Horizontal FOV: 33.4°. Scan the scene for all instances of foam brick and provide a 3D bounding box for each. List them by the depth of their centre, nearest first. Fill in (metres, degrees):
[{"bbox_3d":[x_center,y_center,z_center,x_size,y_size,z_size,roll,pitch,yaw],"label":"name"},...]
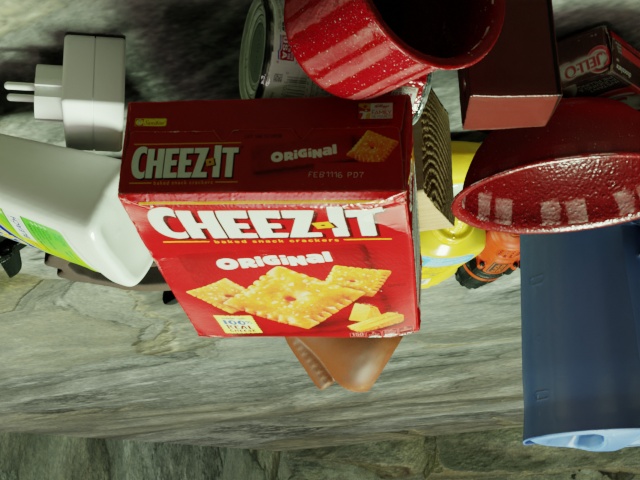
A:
[{"bbox_3d":[0.106,-0.108,0.616,0.051,0.078,0.053,-3,164,1],"label":"foam brick"}]

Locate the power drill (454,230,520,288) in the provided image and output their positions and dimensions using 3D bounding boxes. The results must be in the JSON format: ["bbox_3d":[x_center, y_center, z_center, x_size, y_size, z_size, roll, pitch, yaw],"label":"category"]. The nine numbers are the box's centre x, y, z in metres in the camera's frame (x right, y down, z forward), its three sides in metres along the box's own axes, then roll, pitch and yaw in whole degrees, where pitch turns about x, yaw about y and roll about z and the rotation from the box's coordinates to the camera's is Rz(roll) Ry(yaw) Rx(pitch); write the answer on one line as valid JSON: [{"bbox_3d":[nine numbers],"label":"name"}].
[{"bbox_3d":[0.239,0.015,1.088,0.187,0.057,0.184,0,165,-6],"label":"power drill"}]

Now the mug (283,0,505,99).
[{"bbox_3d":[0.042,-0.126,0.556,0.117,0.093,0.082,-30,-173,-33],"label":"mug"}]

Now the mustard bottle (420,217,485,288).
[{"bbox_3d":[0.105,0.001,1.024,0.096,0.058,0.192,3,165,-11],"label":"mustard bottle"}]

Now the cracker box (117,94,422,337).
[{"bbox_3d":[-0.020,-0.005,0.678,0.164,0.072,0.213,-1,154,7],"label":"cracker box"}]

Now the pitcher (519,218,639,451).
[{"bbox_3d":[0.227,0.042,0.848,0.149,0.243,0.145,-7,163,18],"label":"pitcher"}]

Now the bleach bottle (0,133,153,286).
[{"bbox_3d":[-0.239,-0.041,0.754,0.251,0.068,0.102,15,158,19],"label":"bleach bottle"}]

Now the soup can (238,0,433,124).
[{"bbox_3d":[0.008,-0.106,0.635,0.102,0.068,0.069,4,163,-17],"label":"soup can"}]

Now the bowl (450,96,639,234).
[{"bbox_3d":[0.165,-0.052,0.710,0.162,0.055,0.162,-3,164,-1],"label":"bowl"}]
